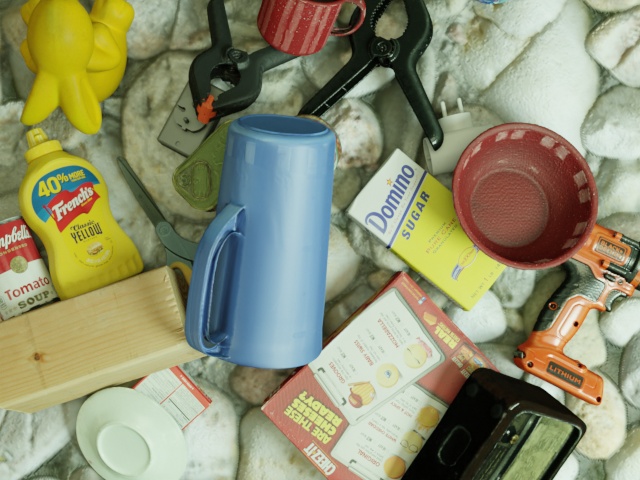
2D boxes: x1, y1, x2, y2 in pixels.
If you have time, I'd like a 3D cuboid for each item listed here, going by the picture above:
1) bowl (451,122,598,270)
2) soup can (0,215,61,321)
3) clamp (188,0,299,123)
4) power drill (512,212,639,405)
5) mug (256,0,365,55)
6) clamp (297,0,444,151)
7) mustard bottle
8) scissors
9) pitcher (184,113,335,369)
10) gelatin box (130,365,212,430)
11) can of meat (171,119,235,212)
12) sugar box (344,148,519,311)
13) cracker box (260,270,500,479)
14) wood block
[{"bbox_3d":[0.211,-0.042,1.143,0.162,0.055,0.162,2,76,-9],"label":"bowl"},{"bbox_3d":[-0.333,0.033,1.160,0.068,0.068,0.102,-25,89,-2],"label":"soup can"},{"bbox_3d":[-0.100,-0.197,1.155,0.120,0.039,0.171,28,50,10],"label":"clamp"},{"bbox_3d":[0.310,0.083,1.177,0.184,0.057,0.187,25,85,4],"label":"power drill"},{"bbox_3d":[-0.010,-0.252,1.153,0.117,0.082,0.093,10,50,-14],"label":"mug"},{"bbox_3d":[0.061,-0.203,1.183,0.165,0.036,0.210,3,79,11],"label":"clamp"},{"bbox_3d":[-0.273,-0.034,1.163,0.096,0.058,0.191,-24,87,-26],"label":"mustard bottle"},{"bbox_3d":[-0.153,-0.010,1.191,0.096,0.016,0.202,-17,89,-3],"label":"scissors"},{"bbox_3d":[-0.057,0.001,1.080,0.145,0.149,0.243,5,108,-6],"label":"pitcher"},{"bbox_3d":[-0.176,0.182,1.177,0.089,0.030,0.073,-42,91,-2],"label":"gelatin box"},{"bbox_3d":[-0.109,-0.078,1.159,0.057,0.084,0.102,45,88,0],"label":"can of meat"},{"bbox_3d":[0.122,-0.011,1.181,0.176,0.048,0.093,39,87,-1],"label":"sugar box"},{"bbox_3d":[0.067,0.163,1.162,0.213,0.072,0.164,-44,89,-1],"label":"cracker box"},{"bbox_3d":[-0.237,0.107,1.131,0.206,0.090,0.091,-18,76,3],"label":"wood block"}]
